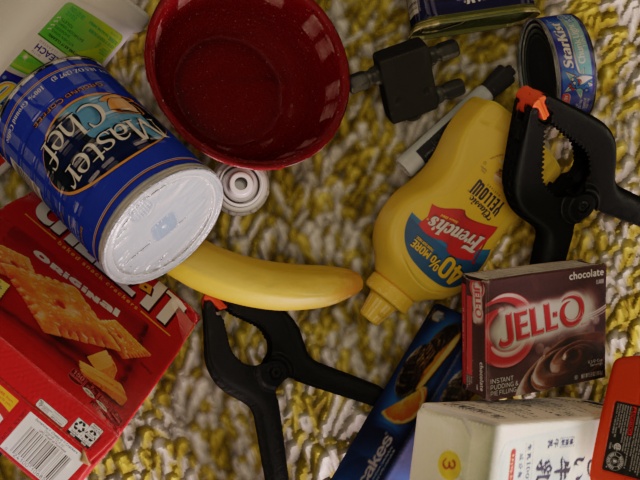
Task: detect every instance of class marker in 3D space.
[{"bbox_3d":[0.111,-0.098,0.860,0.121,0.020,0.020,-42,94,-3],"label":"marker"}]

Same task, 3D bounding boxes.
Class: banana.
[{"bbox_3d":[-0.066,0.015,0.817,0.198,0.037,0.069,25,67,1],"label":"banana"}]

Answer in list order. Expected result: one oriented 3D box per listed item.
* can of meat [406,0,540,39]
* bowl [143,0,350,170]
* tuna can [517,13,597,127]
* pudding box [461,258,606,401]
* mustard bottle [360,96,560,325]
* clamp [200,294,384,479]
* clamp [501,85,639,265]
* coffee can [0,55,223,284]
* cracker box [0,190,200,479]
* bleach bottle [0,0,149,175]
[{"bbox_3d":[0.114,-0.209,0.840,0.102,0.057,0.084,-9,90,-5],"label":"can of meat"},{"bbox_3d":[-0.061,-0.124,0.811,0.161,0.055,0.162,6,75,-22],"label":"bowl"},{"bbox_3d":[0.184,-0.133,0.833,0.033,0.086,0.086,-10,92,-7],"label":"tuna can"},{"bbox_3d":[0.159,0.064,0.795,0.113,0.039,0.090,-7,102,-27],"label":"pudding box"},{"bbox_3d":[0.097,-0.012,0.838,0.096,0.058,0.191,40,88,-27],"label":"mustard bottle"},{"bbox_3d":[-0.027,0.103,0.842,0.120,0.039,0.171,-31,92,-21],"label":"clamp"},{"bbox_3d":[0.188,-0.023,0.824,0.164,0.036,0.210,-39,123,-1],"label":"clamp"},{"bbox_3d":[-0.152,-0.052,0.767,0.103,0.102,0.140,-45,64,-3],"label":"coffee can"},{"bbox_3d":[-0.184,0.057,0.733,0.164,0.213,0.072,41,107,-5],"label":"cracker box"},{"bbox_3d":[-0.242,-0.099,0.798,0.068,0.102,0.251,41,95,32],"label":"bleach bottle"}]
